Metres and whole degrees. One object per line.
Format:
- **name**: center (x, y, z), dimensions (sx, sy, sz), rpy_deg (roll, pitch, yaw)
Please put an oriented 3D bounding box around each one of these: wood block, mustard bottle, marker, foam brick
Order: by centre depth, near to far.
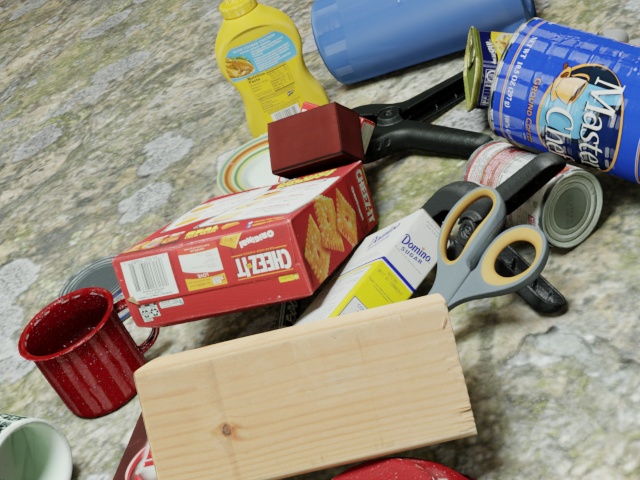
- **wood block**: center (-0.008, 0.103, 0.719), dimensions (0.206, 0.091, 0.090), rpy_deg (-13, -1, 3)
- **marker**: center (-0.027, 0.068, 0.924), dimensions (0.020, 0.020, 0.121), rpy_deg (-17, 32, 16)
- **foam brick**: center (-0.004, -0.092, 1.016), dimensions (0.078, 0.052, 0.051), rpy_deg (-14, 77, 26)
- **mustard bottle**: center (-0.063, -0.199, 1.182), dimensions (0.096, 0.191, 0.058), rpy_deg (-21, 31, 8)

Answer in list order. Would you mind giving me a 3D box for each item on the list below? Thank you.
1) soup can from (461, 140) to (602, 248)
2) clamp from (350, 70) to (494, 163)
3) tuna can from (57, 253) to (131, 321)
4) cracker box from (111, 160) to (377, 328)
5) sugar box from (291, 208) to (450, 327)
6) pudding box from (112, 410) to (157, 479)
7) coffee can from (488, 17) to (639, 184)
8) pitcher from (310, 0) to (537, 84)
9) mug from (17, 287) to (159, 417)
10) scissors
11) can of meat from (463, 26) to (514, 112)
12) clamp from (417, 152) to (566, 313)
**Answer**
- **soup can**: center (0.175, -0.040, 0.888), dimensions (0.068, 0.068, 0.102), rpy_deg (-36, 33, -16)
- **clamp**: center (0.079, -0.111, 1.087), dimensions (0.210, 0.036, 0.164), rpy_deg (-14, 32, 6)
- **tuna can**: center (-0.218, 0.053, 1.073), dimensions (0.086, 0.033, 0.086), rpy_deg (-19, 32, 12)
- **cracker box**: center (-0.056, 0.001, 0.934), dimensions (0.164, 0.072, 0.213), rpy_deg (-12, 11, 21)
- **sugar box**: center (0.026, 0.055, 0.852), dimensions (0.176, 0.048, 0.093), rpy_deg (-46, 9, -32)
- **pudding box**: center (-0.103, 0.155, 0.831), dimensions (0.090, 0.039, 0.113), rpy_deg (-11, 35, 23)
- **coffee can**: center (0.219, -0.109, 0.845), dimensions (0.140, 0.103, 0.102), rpy_deg (24, 54, 30)
- **pitcher**: center (0.114, -0.276, 1.220), dimensions (0.243, 0.145, 0.149), rpy_deg (-17, 37, 21)
- **mug**: center (-0.196, 0.095, 0.948), dimensions (0.117, 0.081, 0.093), rpy_deg (-34, 32, -12)
- **scissors**: center (0.101, 0.055, 0.795), dimensions (0.096, 0.016, 0.201), rpy_deg (19, 80, 34)
- **can of meat**: center (0.188, -0.167, 1.054), dimensions (0.084, 0.057, 0.102), rpy_deg (5, 36, 1)
- **clamp**: center (0.134, -0.018, 0.856), dimensions (0.039, 0.120, 0.172), rpy_deg (4, 9, -38)
